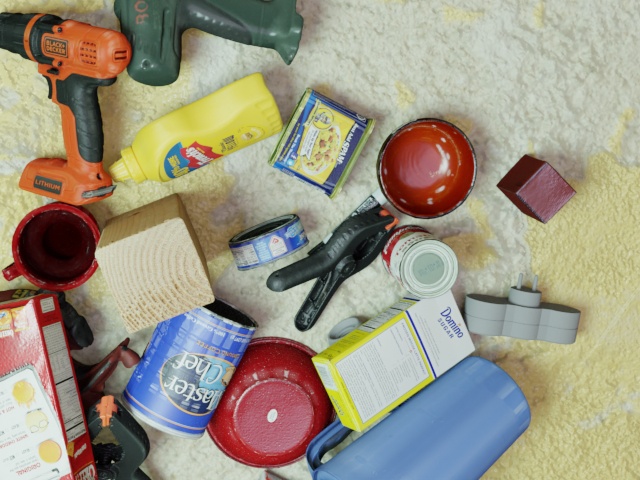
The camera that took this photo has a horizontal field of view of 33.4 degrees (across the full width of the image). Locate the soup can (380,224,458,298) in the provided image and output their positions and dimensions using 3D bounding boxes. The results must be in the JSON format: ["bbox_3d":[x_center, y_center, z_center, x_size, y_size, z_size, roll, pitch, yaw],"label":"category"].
[{"bbox_3d":[0.110,0.023,1.196,0.068,0.102,0.068,-1,100,-8],"label":"soup can"}]

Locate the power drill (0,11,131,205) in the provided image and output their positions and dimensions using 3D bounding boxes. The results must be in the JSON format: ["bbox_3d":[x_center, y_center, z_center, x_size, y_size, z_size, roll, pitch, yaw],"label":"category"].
[{"bbox_3d":[-0.277,-0.140,1.112,0.185,0.057,0.188,17,114,32],"label":"power drill"}]

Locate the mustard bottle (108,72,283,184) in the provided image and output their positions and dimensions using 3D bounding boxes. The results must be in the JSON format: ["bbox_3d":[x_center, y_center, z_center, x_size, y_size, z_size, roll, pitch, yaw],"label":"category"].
[{"bbox_3d":[-0.137,-0.110,1.145,0.191,0.096,0.058,-25,73,-2],"label":"mustard bottle"}]

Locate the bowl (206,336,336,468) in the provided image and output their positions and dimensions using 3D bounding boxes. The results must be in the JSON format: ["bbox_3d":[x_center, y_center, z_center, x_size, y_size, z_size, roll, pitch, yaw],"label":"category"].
[{"bbox_3d":[-0.056,0.195,1.227,0.162,0.055,0.162,-1,99,-8],"label":"bowl"}]

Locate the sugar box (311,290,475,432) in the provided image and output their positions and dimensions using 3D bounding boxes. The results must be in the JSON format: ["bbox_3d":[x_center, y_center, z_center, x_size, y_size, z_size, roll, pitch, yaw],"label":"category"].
[{"bbox_3d":[0.085,0.128,1.203,0.176,0.048,0.093,-31,107,-26],"label":"sugar box"}]

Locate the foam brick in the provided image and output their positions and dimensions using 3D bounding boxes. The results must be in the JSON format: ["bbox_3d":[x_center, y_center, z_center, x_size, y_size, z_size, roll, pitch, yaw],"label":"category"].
[{"bbox_3d":[0.244,-0.059,1.214,0.051,0.078,0.053,43,94,-13],"label":"foam brick"}]

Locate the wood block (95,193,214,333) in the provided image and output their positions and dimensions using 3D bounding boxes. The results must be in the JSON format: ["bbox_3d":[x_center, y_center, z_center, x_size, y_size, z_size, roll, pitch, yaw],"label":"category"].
[{"bbox_3d":[-0.170,0.017,1.104,0.091,0.206,0.090,-22,102,-4],"label":"wood block"}]

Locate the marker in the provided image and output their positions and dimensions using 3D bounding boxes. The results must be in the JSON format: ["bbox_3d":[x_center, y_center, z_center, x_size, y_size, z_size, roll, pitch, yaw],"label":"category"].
[{"bbox_3d":[0.031,-0.016,1.221,0.121,0.020,0.020,-43,102,1],"label":"marker"}]

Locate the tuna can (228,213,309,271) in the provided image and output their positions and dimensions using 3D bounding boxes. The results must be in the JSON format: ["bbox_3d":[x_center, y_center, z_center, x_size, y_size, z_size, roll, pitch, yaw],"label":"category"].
[{"bbox_3d":[-0.058,0.001,1.178,0.086,0.086,0.034,-22,100,-4],"label":"tuna can"}]

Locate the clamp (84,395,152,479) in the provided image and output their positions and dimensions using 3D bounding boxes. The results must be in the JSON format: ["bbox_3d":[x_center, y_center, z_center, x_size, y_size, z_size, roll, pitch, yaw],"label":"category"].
[{"bbox_3d":[-0.248,0.247,1.175,0.164,0.036,0.210,-1,134,-5],"label":"clamp"}]

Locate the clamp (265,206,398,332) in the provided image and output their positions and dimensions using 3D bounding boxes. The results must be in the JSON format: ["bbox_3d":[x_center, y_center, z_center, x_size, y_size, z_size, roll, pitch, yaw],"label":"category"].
[{"bbox_3d":[0.013,0.022,1.190,0.039,0.120,0.171,41,88,26],"label":"clamp"}]

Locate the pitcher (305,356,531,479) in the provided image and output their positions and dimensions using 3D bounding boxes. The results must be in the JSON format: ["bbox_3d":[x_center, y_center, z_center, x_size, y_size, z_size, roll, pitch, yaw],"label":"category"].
[{"bbox_3d":[0.112,0.233,1.197,0.242,0.145,0.149,-36,92,-24],"label":"pitcher"}]

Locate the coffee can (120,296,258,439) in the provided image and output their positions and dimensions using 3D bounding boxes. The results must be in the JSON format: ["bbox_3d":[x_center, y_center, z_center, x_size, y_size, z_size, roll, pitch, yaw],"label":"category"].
[{"bbox_3d":[-0.145,0.133,1.180,0.102,0.103,0.140,26,95,-11],"label":"coffee can"}]

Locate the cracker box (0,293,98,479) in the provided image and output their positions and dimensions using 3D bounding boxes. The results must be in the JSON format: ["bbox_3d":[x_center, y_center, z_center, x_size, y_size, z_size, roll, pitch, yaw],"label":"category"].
[{"bbox_3d":[-0.330,0.173,1.090,0.164,0.072,0.214,-12,92,11],"label":"cracker box"}]

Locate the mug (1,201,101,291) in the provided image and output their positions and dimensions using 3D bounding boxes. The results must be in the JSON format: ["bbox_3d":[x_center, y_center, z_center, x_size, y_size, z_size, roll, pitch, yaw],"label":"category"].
[{"bbox_3d":[-0.290,0.008,1.150,0.117,0.081,0.093,-34,102,-2],"label":"mug"}]

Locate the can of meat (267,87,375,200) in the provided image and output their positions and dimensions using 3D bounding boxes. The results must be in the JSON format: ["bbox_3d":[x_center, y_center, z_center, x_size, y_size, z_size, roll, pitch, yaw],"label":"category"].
[{"bbox_3d":[0.000,-0.108,1.183,0.084,0.057,0.102,27,94,-9],"label":"can of meat"}]
